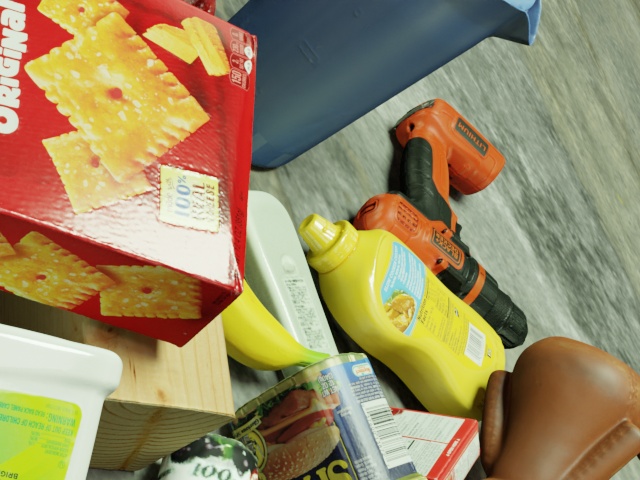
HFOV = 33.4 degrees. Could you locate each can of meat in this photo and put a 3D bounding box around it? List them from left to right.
[{"bbox_3d":[0.000,0.123,0.627,0.057,0.102,0.084,-3,64,-50],"label":"can of meat"}]

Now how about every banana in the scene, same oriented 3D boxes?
[{"bbox_3d":[-0.065,0.007,0.687,0.069,0.037,0.198,-13,71,-46],"label":"banana"}]

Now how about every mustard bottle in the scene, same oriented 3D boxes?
[{"bbox_3d":[0.055,0.048,0.781,0.191,0.058,0.096,44,39,-21],"label":"mustard bottle"}]

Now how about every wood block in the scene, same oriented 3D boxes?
[{"bbox_3d":[-0.119,0.009,0.579,0.090,0.091,0.206,16,52,-43],"label":"wood block"}]

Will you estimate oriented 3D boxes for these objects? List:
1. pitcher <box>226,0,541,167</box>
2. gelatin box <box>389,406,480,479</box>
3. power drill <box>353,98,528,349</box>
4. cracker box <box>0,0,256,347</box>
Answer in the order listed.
[{"bbox_3d":[0.015,-0.159,0.732,0.144,0.243,0.149,18,52,-42],"label":"pitcher"},{"bbox_3d":[0.048,0.139,0.684,0.073,0.089,0.030,-37,126,-55],"label":"gelatin box"},{"bbox_3d":[0.113,-0.018,0.902,0.184,0.057,0.187,40,39,-24],"label":"power drill"},{"bbox_3d":[-0.135,-0.063,0.487,0.213,0.072,0.164,22,50,-26],"label":"cracker box"}]
